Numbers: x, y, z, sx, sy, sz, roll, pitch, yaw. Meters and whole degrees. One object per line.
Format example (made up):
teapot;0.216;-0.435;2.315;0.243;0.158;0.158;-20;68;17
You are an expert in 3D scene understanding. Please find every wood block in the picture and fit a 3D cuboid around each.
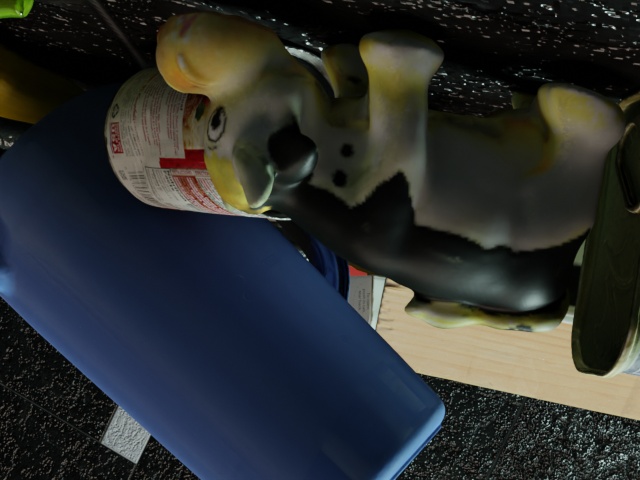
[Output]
wood block;0.141;0.036;0.644;0.206;0.090;0.091;12;133;4

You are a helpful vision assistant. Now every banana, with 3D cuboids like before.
banana;-0.153;-0.081;0.499;0.069;0.037;0.198;13;176;-3

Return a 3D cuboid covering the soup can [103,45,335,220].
soup can;-0.042;-0.045;0.456;0.068;0.068;0.102;15;175;-35

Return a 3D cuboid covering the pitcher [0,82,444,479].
pitcher;-0.051;0.038;0.552;0.243;0.149;0.145;42;-177;11
